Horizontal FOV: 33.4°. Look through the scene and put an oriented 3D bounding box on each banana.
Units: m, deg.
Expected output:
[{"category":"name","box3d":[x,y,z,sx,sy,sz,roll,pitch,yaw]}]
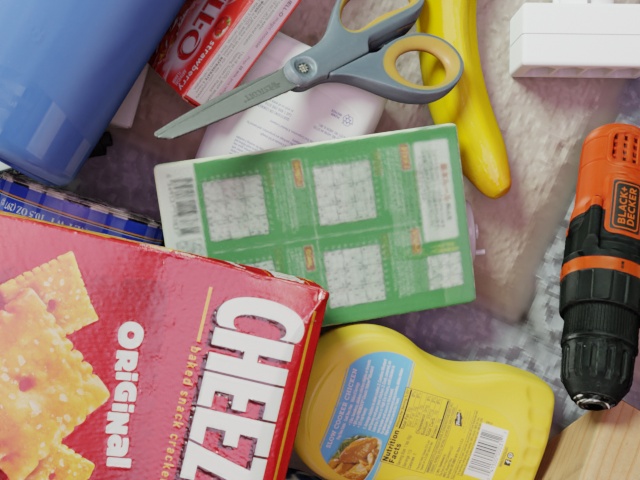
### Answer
[{"category":"banana","box3d":[0.089,-0.125,0.657,0.037,0.070,0.198,-4,98,-36]}]

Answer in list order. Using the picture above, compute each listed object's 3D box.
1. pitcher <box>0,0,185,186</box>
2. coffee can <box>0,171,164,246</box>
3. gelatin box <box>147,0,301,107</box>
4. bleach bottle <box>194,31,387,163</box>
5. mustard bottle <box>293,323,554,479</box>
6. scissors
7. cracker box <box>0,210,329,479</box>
[{"category":"pitcher","box3d":[-0.135,-0.161,0.565,0.149,0.145,0.243,27,86,24]},{"category":"coffee can","box3d":[-0.161,0.041,0.638,0.103,0.103,0.140,18,90,1]},{"category":"gelatin box","box3d":[-0.060,-0.127,0.620,0.030,0.073,0.089,30,101,-43]},{"category":"bleach bottle","box3d":[-0.054,0.001,0.658,0.102,0.068,0.251,26,92,-2]},{"category":"mustard bottle","box3d":[0.037,0.102,0.640,0.191,0.058,0.096,18,97,-11]},{"category":"scissors","box3d":[0.008,-0.085,0.601,0.096,0.016,0.201,42,59,3]},{"category":"cracker box","box3d":[-0.118,0.078,0.556,0.213,0.072,0.164,13,90,-8]}]
